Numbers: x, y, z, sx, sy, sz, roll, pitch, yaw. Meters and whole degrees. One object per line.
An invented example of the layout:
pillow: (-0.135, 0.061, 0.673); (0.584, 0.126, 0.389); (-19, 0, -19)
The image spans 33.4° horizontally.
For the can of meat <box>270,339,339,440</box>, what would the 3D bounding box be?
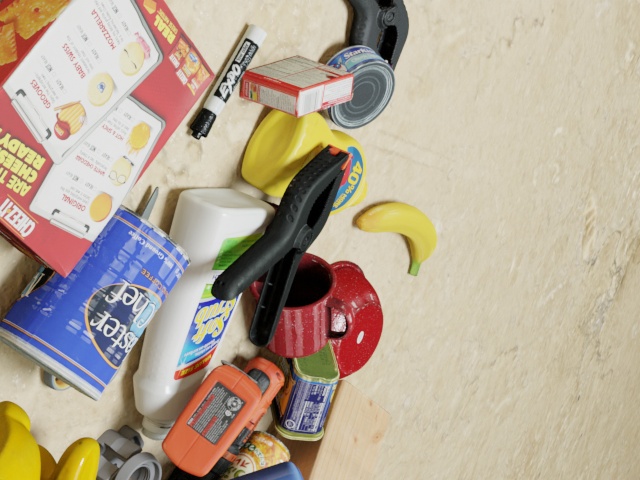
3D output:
can of meat: (-0.019, 0.158, 1.192); (0.057, 0.102, 0.084); (8, 118, -16)

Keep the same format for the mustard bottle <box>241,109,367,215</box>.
mustard bottle: (-0.001, -0.074, 1.128); (0.096, 0.058, 0.191); (-59, 148, 3)

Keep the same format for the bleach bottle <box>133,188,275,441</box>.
bleach bottle: (-0.124, 0.076, 1.041); (0.102, 0.068, 0.251); (-6, 117, -59)

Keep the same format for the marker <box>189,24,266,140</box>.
marker: (-0.087, -0.147, 0.997); (0.121, 0.020, 0.020); (-61, 147, -9)

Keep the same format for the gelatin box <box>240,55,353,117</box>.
gelatin box: (-0.022, -0.150, 1.039); (0.089, 0.073, 0.030); (-26, 130, -47)

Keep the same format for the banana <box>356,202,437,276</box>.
banana: (0.106, -0.011, 1.340); (0.069, 0.037, 0.197); (-63, 147, -8)

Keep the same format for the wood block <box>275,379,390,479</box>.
wood block: (-0.005, 0.274, 1.228); (0.090, 0.091, 0.206); (41, 55, -31)

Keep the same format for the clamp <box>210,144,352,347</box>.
clamp: (-0.033, -0.004, 1.024); (0.210, 0.036, 0.164); (-62, 162, -7)

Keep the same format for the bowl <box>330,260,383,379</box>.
bowl: (0.028, 0.108, 1.283); (0.161, 0.055, 0.162); (-32, 132, -42)

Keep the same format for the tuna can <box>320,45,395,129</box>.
tuna can: (0.037, -0.161, 1.128); (0.086, 0.034, 0.086); (-24, 139, -23)

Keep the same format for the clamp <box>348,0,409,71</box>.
clamp: (0.054, -0.243, 1.126); (0.120, 0.039, 0.171); (-22, 130, -30)

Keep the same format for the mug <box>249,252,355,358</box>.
mug: (-0.018, 0.074, 1.146); (0.093, 0.117, 0.081); (-58, 154, -44)

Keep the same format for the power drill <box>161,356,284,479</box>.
power drill: (-0.108, 0.195, 1.082); (0.184, 0.057, 0.187); (-56, 174, -7)

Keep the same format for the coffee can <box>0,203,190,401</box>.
coffee can: (-0.189, 0.048, 0.890); (0.140, 0.103, 0.102); (-57, 146, -15)

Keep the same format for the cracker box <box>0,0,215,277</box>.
cracker box: (-0.195, -0.106, 0.819); (0.213, 0.072, 0.164); (-56, 145, -16)
